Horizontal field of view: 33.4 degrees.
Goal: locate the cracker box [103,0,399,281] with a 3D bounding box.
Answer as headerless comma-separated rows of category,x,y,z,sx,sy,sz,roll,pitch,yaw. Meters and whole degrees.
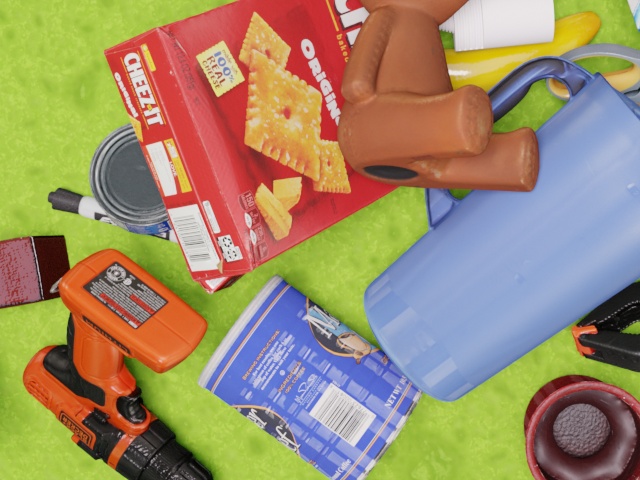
cracker box,-0.023,-0.089,0.738,0.072,0.213,0.164,-8,106,47

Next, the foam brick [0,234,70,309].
foam brick,-0.233,0.024,0.837,0.053,0.078,0.051,-10,90,3

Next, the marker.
marker,-0.161,-0.020,0.858,0.121,0.020,0.020,15,93,5

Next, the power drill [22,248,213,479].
power drill,-0.139,0.108,0.788,0.184,0.057,0.188,35,137,11

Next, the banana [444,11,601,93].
banana,0.114,-0.143,0.818,0.198,0.037,0.069,2,92,6

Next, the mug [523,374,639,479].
mug,0.200,0.156,0.796,0.093,0.081,0.117,-19,89,6

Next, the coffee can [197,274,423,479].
coffee can,-0.006,0.107,0.804,0.140,0.102,0.103,36,94,3

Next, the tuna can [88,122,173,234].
tuna can,-0.135,-0.048,0.836,0.086,0.034,0.086,0,75,1

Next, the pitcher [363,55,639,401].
pitcher,0.144,-0.003,0.762,0.243,0.149,0.144,-40,132,17
